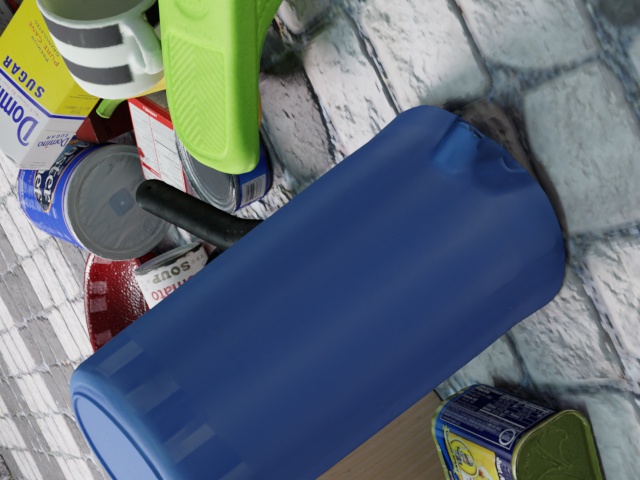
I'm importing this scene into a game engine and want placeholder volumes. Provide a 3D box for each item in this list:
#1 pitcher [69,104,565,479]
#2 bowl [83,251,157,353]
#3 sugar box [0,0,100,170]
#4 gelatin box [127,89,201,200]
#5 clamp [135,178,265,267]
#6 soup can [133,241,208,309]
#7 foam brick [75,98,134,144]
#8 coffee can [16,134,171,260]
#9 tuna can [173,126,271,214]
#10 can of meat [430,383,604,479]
[{"bbox_3d":[0.000,0.050,0.550,0.145,0.242,0.149,3,124,58],"label":"pitcher"},{"bbox_3d":[-0.178,0.070,1.058,0.162,0.055,0.162,16,110,52],"label":"bowl"},{"bbox_3d":[-0.213,-0.149,0.861,0.176,0.048,0.093,-47,67,25],"label":"sugar box"},{"bbox_3d":[-0.122,-0.077,0.881,0.073,0.030,0.089,35,142,41],"label":"gelatin box"},{"bbox_3d":[-0.055,0.001,0.774,0.172,0.039,0.120,9,160,41],"label":"clamp"},{"bbox_3d":[-0.116,0.060,0.954,0.069,0.068,0.102,-6,109,62],"label":"soup can"},{"bbox_3d":[-0.195,-0.130,0.933,0.051,0.052,0.078,16,128,55],"label":"foam brick"},{"bbox_3d":[-0.209,-0.043,0.983,0.141,0.102,0.103,15,128,56],"label":"coffee can"},{"bbox_3d":[-0.074,-0.063,0.804,0.086,0.033,0.086,42,147,35],"label":"tuna can"},{"bbox_3d":[0.118,0.141,0.632,0.084,0.057,0.102,13,125,59],"label":"can of meat"}]
